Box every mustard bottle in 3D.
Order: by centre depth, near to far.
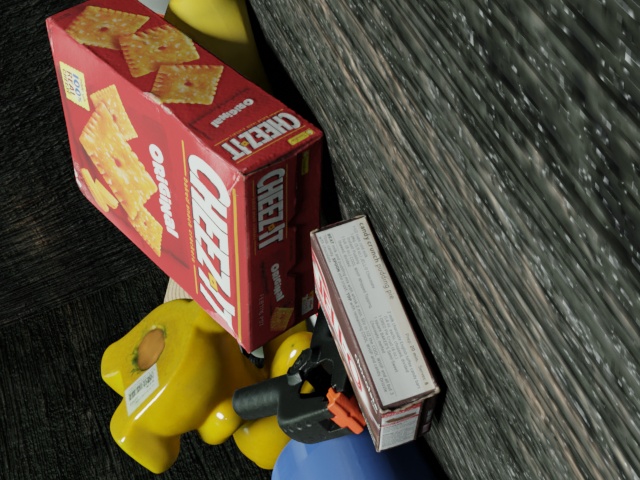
[{"bbox_3d":[-0.067,-0.118,0.761,0.096,0.058,0.191,39,150,65],"label":"mustard bottle"}]

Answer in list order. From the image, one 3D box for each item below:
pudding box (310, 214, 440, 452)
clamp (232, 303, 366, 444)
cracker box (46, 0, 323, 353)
[{"bbox_3d":[0.029,0.054,0.609,0.090,0.039,0.113,83,164,-66],"label":"pudding box"},{"bbox_3d":[0.002,0.084,0.722,0.039,0.120,0.172,37,170,-20],"label":"clamp"},{"bbox_3d":[-0.093,-0.049,0.725,0.214,0.072,0.164,40,146,32],"label":"cracker box"}]
